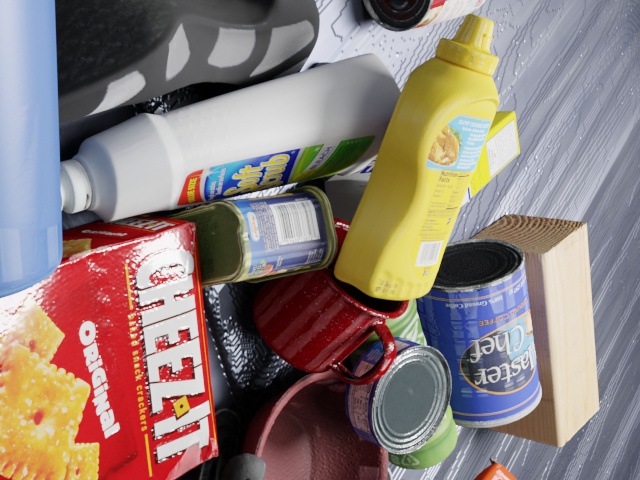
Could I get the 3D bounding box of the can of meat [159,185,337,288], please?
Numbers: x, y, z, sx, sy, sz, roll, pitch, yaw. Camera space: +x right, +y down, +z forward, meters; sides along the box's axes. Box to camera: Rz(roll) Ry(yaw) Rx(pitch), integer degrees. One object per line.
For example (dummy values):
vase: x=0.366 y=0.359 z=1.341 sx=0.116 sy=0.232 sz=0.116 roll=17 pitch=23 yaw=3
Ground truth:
can of meat: x=-0.055 y=0.001 z=0.709 sx=0.083 sy=0.102 sz=0.057 roll=-9 pitch=87 yaw=-47

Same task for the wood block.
wood block: x=0.213 y=0.087 z=1.065 sx=0.090 sy=0.091 sz=0.206 roll=-29 pitch=119 yaw=-44

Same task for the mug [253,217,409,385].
mug: x=0.011 y=0.053 z=0.779 sx=0.082 sy=0.117 sz=0.093 roll=-46 pitch=159 yaw=29

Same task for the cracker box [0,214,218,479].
cracker box: x=-0.158 y=0.087 z=0.619 sx=0.213 sy=0.072 sz=0.164 roll=-21 pitch=113 yaw=-48

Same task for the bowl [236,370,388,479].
bowl: x=-0.016 y=0.177 z=0.816 sx=0.161 sy=0.055 sz=0.162 roll=1 pitch=89 yaw=-50

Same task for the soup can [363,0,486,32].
soup can: x=0.090 y=-0.214 z=0.880 sx=0.102 sy=0.069 sz=0.068 roll=-25 pitch=115 yaw=-47

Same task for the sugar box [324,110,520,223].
sugar box: x=0.086 y=-0.060 z=0.862 sx=0.175 sy=0.093 sz=0.048 roll=-36 pitch=121 yaw=-53

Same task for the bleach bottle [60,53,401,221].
bleach bottle: x=-0.065 y=-0.059 z=0.698 sx=0.250 sy=0.103 sz=0.068 roll=-19 pitch=78 yaw=-35

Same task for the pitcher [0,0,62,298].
pitcher: x=-0.198 y=-0.095 z=0.509 sx=0.144 sy=0.149 sz=0.243 roll=-32 pitch=124 yaw=-61

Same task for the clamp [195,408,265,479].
clamp: x=-0.080 y=0.201 z=0.739 sx=0.039 sy=0.120 sz=0.171 roll=20 pitch=101 yaw=-9

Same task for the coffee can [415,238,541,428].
coffee can: x=0.141 y=0.083 z=0.965 sx=0.102 sy=0.103 sz=0.140 roll=-34 pitch=121 yaw=-43

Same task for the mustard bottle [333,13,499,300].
mustard bottle: x=0.073 y=-0.057 z=0.713 sx=0.096 sy=0.058 sz=0.192 roll=-3 pitch=117 yaw=-57

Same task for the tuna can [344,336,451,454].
tuna can: x=0.060 y=0.118 z=0.822 sx=0.085 sy=0.034 sz=0.086 roll=-11 pitch=107 yaw=-39
